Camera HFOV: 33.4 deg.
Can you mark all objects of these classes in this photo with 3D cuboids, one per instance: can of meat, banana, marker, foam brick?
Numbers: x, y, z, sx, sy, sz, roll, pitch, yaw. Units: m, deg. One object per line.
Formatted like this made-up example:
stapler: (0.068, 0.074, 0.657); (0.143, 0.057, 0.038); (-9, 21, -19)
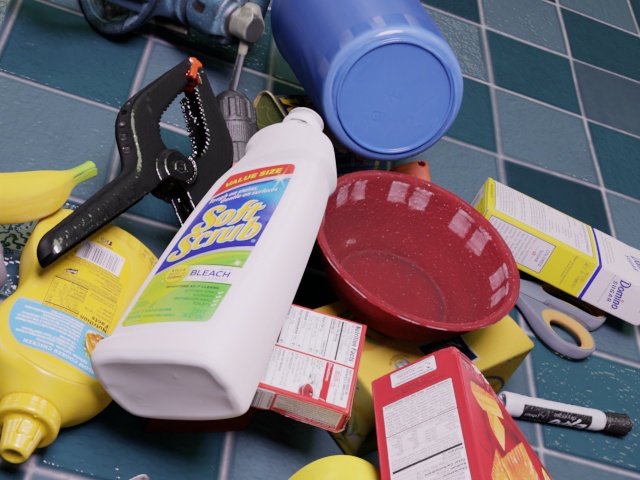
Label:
can of meat: (-0.007, -0.088, 0.966); (0.083, 0.058, 0.102); (-6, 51, -37)
banana: (-0.262, -0.039, 0.755); (0.198, 0.037, 0.069); (7, 24, 5)
marker: (0.200, 0.142, 0.867); (0.121, 0.020, 0.020); (13, 43, -17)
foam brick: (-0.084, 0.097, 0.735); (0.078, 0.051, 0.053); (3, 47, -26)

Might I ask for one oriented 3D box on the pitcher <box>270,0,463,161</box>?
pitcher: (0.044, -0.151, 0.891); (0.149, 0.145, 0.243); (2, 27, -10)

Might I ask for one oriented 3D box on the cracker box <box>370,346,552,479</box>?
cracker box: (0.105, 0.191, 0.637); (0.164, 0.072, 0.213); (54, 17, -28)

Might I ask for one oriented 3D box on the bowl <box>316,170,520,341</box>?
bowl: (0.062, 0.021, 0.786); (0.162, 0.055, 0.162); (14, 40, -13)

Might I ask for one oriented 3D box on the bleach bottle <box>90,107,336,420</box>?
bleach bottle: (-0.055, 0.001, 0.715); (0.103, 0.068, 0.250); (-4, 43, 27)

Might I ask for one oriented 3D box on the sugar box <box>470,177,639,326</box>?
sugar box: (0.222, 0.009, 0.985); (0.176, 0.048, 0.093); (28, 25, -3)

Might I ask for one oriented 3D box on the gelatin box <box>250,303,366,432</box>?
gelatin box: (-0.018, 0.081, 0.715); (0.089, 0.030, 0.073); (17, 49, -3)

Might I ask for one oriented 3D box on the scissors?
scissors: (0.165, 0.050, 0.944); (0.201, 0.016, 0.096); (18, 37, -12)

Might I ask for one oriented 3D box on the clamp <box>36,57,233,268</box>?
clamp: (-0.101, -0.038, 0.774); (0.164, 0.036, 0.210); (29, 53, -25)

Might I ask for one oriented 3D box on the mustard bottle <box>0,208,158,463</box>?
mustard bottle: (-0.173, 0.066, 0.712); (0.096, 0.058, 0.191); (29, 39, -16)

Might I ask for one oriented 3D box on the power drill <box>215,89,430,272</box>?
power drill: (-0.003, -0.032, 0.865); (0.187, 0.057, 0.184); (2, 71, -18)
